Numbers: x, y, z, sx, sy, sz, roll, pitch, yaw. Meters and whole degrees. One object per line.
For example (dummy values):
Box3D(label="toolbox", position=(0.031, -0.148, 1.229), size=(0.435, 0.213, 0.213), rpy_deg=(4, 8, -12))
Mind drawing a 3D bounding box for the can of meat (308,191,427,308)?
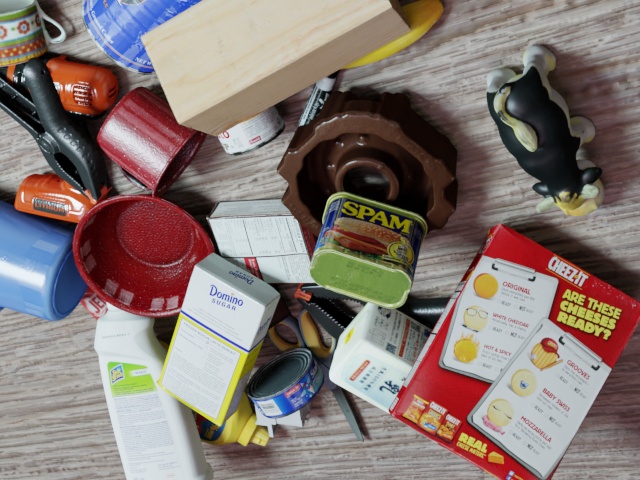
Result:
Box3D(label="can of meat", position=(0.044, 0.010, 1.016), size=(0.102, 0.084, 0.057), rpy_deg=(17, 133, 1))

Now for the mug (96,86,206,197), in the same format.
Box3D(label="mug", position=(-0.180, -0.099, 1.112), size=(0.081, 0.093, 0.117), rpy_deg=(36, 140, 2))

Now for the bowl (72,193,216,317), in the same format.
Box3D(label="bowl", position=(-0.191, 0.006, 1.194), size=(0.162, 0.055, 0.162), rpy_deg=(3, 122, 5))

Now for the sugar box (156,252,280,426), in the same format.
Box3D(label="sugar box", position=(-0.113, 0.110, 1.174), size=(0.093, 0.048, 0.176), rpy_deg=(30, 120, 13))

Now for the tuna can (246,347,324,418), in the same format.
Box3D(label="tuna can", position=(-0.039, 0.162, 1.208), size=(0.086, 0.086, 0.033), rpy_deg=(-18, 115, 32))

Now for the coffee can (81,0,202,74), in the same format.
Box3D(label="coffee can", position=(-0.141, -0.235, 0.988), size=(0.102, 0.102, 0.141), rpy_deg=(46, 128, -12))

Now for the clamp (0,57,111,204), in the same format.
Box3D(label="clamp", position=(-0.268, -0.113, 1.084), size=(0.171, 0.039, 0.120), rpy_deg=(49, 154, -18))

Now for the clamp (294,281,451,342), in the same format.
Box3D(label="clamp", position=(0.071, 0.098, 1.170), size=(0.210, 0.036, 0.165), rpy_deg=(17, 127, 7))

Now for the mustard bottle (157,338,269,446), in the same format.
Box3D(label="mustard bottle", position=(-0.148, 0.201, 1.321), size=(0.191, 0.058, 0.096), rpy_deg=(28, 122, 2))

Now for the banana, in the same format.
Box3D(label="banana", position=(0.014, -0.191, 0.984), size=(0.198, 0.037, 0.070), rpy_deg=(6, 101, 17))

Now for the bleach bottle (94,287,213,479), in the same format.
Box3D(label="bleach bottle", position=(-0.202, 0.178, 1.259), size=(0.102, 0.068, 0.251), rpy_deg=(-10, 100, 9))

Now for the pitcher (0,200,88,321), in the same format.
Box3D(label="pitcher", position=(-0.397, 0.019, 1.243), size=(0.243, 0.144, 0.149), rpy_deg=(17, 129, 12))

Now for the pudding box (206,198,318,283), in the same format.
Box3D(label="pudding box", position=(-0.058, 0.002, 1.158), size=(0.114, 0.039, 0.090), rpy_deg=(-2, 121, 22))

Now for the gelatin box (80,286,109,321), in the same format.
Box3D(label="gelatin box", position=(-0.247, 0.066, 1.288), size=(0.089, 0.030, 0.073), rpy_deg=(-31, 107, 35))

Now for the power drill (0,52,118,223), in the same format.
Box3D(label="power drill", position=(-0.306, -0.117, 1.168), size=(0.184, 0.057, 0.188), rpy_deg=(13, 127, 15))

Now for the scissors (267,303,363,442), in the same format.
Box3D(label="scissors", position=(-0.007, 0.156, 1.256), size=(0.096, 0.016, 0.202), rpy_deg=(4, 123, 23))

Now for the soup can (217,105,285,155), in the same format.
Box3D(label="soup can", position=(-0.085, -0.143, 1.049), size=(0.069, 0.068, 0.102), rpy_deg=(-13, 117, 29))

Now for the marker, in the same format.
Box3D(label="marker", position=(-0.003, -0.138, 1.050), size=(0.020, 0.020, 0.121), rpy_deg=(28, 129, 3))

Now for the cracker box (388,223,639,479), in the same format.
Box3D(label="cracker box", position=(0.188, 0.117, 1.038), size=(0.164, 0.072, 0.213), rpy_deg=(30, 86, 1))

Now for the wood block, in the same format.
Box3D(label="wood block", position=(-0.037, -0.182, 0.932), size=(0.206, 0.090, 0.090), rpy_deg=(-27, 82, 14))
